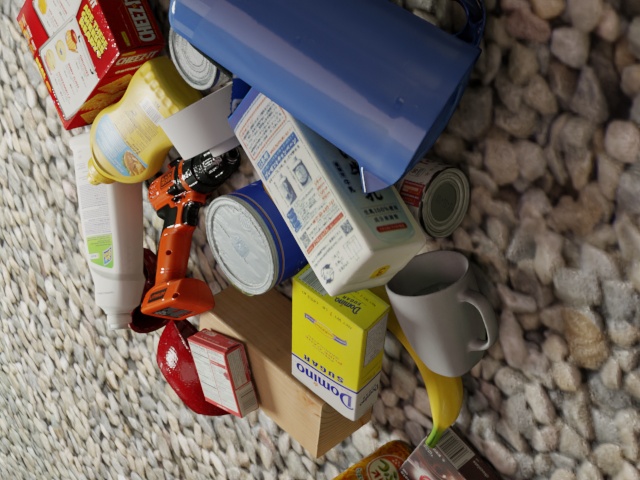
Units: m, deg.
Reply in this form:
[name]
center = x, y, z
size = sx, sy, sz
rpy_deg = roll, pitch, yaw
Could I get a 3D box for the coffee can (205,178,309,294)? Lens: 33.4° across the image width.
[coffee can]
center = -0.029, -0.020, 1.065
size = 0.103, 0.140, 0.103
rpy_deg = 30, 134, 37

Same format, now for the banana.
[banana]
center = 0.091, 0.108, 1.072
size = 0.198, 0.069, 0.037
rpy_deg = 61, -176, 8

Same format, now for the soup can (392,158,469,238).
[soup can]
center = 0.077, -0.045, 0.980
size = 0.102, 0.068, 0.068
rpy_deg = 20, 127, 43

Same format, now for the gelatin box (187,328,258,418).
[gelatin box]
center = -0.111, 0.151, 1.221
size = 0.073, 0.030, 0.089
rpy_deg = 14, 124, 48

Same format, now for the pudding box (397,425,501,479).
[pudding box]
center = 0.143, 0.258, 1.121
size = 0.113, 0.039, 0.090
rpy_deg = 49, 143, 18

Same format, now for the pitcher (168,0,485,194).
[pitcher]
center = 0.007, -0.168, 0.879
size = 0.243, 0.149, 0.145
rpy_deg = 33, 143, 4

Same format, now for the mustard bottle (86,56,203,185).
[mustard bottle]
center = -0.217, -0.123, 1.254
size = 0.192, 0.058, 0.096
rpy_deg = -38, 91, 34

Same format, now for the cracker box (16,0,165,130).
[cracker box]
center = -0.278, -0.251, 1.276
size = 0.214, 0.071, 0.164
rpy_deg = -33, 79, 54

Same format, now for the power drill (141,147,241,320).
[power drill]
center = -0.149, -0.010, 1.226
size = 0.185, 0.057, 0.187
rpy_deg = -25, 56, 55

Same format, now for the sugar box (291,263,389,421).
[sugar box]
center = 0.016, 0.103, 1.070
size = 0.093, 0.048, 0.176
rpy_deg = 36, 146, 24

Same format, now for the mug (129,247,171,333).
[mug]
center = -0.235, 0.056, 1.417
size = 0.082, 0.093, 0.117
rpy_deg = 46, 149, 29

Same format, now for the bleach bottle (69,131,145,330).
[bleach bottle]
center = -0.267, -0.012, 1.359
size = 0.103, 0.067, 0.251
rpy_deg = -7, 86, 48

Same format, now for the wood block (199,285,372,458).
[wood block]
center = -0.041, 0.140, 1.231
size = 0.206, 0.090, 0.091
rpy_deg = 36, 137, 32

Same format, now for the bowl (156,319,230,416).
[bowl]
center = -0.159, 0.168, 1.355
size = 0.162, 0.055, 0.162
rpy_deg = 53, 180, 0

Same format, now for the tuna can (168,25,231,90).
[tuna can]
center = -0.127, -0.207, 1.157
size = 0.086, 0.033, 0.086
rpy_deg = 30, 134, 37
